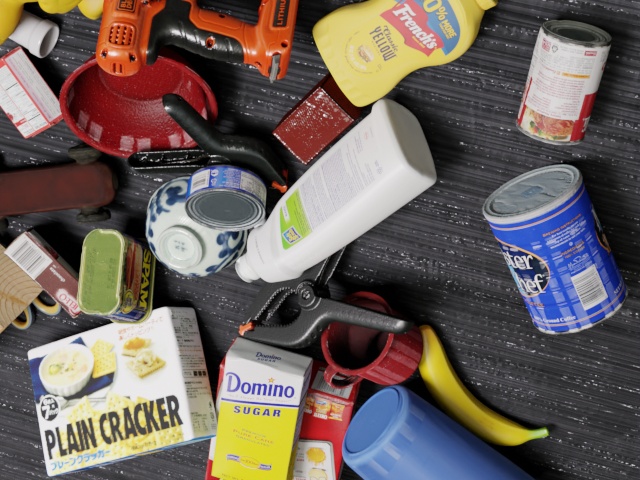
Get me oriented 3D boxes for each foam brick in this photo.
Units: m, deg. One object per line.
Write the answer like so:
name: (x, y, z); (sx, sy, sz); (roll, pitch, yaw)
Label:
foam brick: (-0.002, -0.125, 1.101); (0.051, 0.053, 0.078); (44, 120, -10)

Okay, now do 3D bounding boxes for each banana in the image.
banana: (0.169, 0.178, 1.229); (0.197, 0.037, 0.070); (40, 102, -9)

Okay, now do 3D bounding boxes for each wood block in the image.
wood block: (-0.439, 0.097, 1.302); (0.091, 0.090, 0.206); (45, 129, -10)

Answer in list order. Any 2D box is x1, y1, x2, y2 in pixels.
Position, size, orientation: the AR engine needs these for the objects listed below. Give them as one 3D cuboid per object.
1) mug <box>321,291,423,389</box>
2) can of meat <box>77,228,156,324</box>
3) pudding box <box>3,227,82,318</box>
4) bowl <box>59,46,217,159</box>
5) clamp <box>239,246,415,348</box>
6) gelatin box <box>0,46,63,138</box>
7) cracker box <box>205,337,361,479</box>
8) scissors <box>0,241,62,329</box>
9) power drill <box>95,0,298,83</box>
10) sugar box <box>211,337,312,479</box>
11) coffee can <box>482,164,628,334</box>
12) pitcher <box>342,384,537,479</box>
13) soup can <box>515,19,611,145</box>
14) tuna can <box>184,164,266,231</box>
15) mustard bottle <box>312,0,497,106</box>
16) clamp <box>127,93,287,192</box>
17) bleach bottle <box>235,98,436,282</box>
mug: (0.053, 0.121, 1.180); (0.117, 0.093, 0.081); (-49, 140, 9)
can of meat: (-0.231, 0.041, 1.210); (0.057, 0.084, 0.102); (1, 81, 15)
pudding box: (-0.315, 0.037, 1.253); (0.039, 0.090, 0.113); (-44, 100, -7)
bowl: (-0.188, -0.156, 1.113); (0.162, 0.055, 0.162); (-2, 145, -2)
clamp: (0.001, 0.066, 1.160); (0.210, 0.036, 0.164); (-36, 63, 24)
gelatin box: (-0.325, -0.160, 1.169); (0.073, 0.030, 0.089); (-12, 117, 52)
cracker box: (-0.048, 0.238, 1.298); (0.164, 0.072, 0.214); (14, 121, 8)
scissors: (-0.372, 0.020, 1.303); (0.096, 0.016, 0.202); (0, 117, 14)
power drill: (-0.115, -0.234, 1.036); (0.187, 0.184, 0.057); (7, 159, -3)
sugar box: (-0.068, 0.203, 1.214); (0.093, 0.048, 0.176); (14, 121, 10)
coffee can: (0.238, 0.009, 1.078); (0.103, 0.102, 0.140); (-19, 111, 23)
pitcher: (0.139, 0.274, 1.219); (0.242, 0.145, 0.149); (40, 114, -16)
soup can: (0.231, -0.151, 1.015); (0.068, 0.068, 0.102); (14, 119, 8)
tuna can: (-0.100, -0.045, 1.133); (0.086, 0.033, 0.086); (2, 151, 1)
mustard bottle: (0.094, -0.210, 1.026); (0.192, 0.058, 0.096); (-25, 104, 25)
clamp: (-0.110, -0.096, 1.122); (0.171, 0.039, 0.120); (11, 148, -15)
bleach bottle: (0.003, -0.037, 1.122); (0.251, 0.102, 0.068); (-36, 142, 30)
